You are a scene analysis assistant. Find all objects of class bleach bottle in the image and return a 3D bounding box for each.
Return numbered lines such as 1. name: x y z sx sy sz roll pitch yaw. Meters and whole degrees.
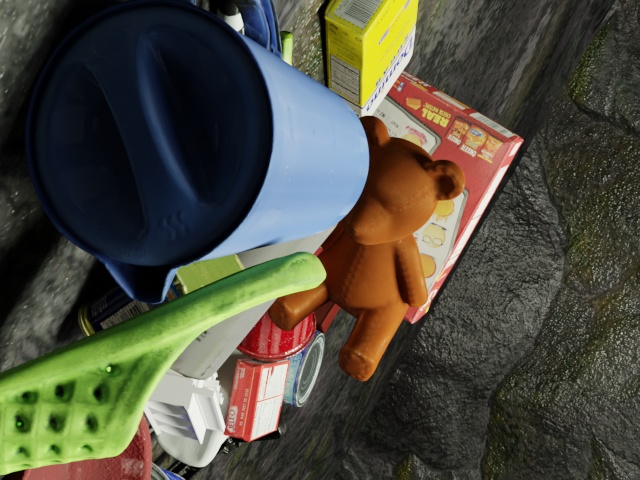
1. bleach bottle: -0.083 0.143 1.145 0.103 0.068 0.250 -68 167 21

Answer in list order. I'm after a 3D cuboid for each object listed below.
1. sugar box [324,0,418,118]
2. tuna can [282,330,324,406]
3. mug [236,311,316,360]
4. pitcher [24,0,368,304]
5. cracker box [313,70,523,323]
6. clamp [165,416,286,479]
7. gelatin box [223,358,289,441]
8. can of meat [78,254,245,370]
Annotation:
1. sugar box: 0.046 -0.177 0.922 0.093 0.048 0.176 -56 166 -13
2. tuna can: -0.025 0.134 1.147 0.086 0.034 0.086 17 90 -76
3. mug: -0.035 0.051 1.019 0.117 0.093 0.081 -14 143 -18
4. pitcher: -0.050 -0.064 0.622 0.149 0.145 0.242 -42 170 14
5. cracker box: 0.084 -0.051 1.094 0.214 0.164 0.072 -63 164 18
6. clamp: -0.113 0.221 1.183 0.164 0.036 0.210 -30 -175 -1
7. gelatin box: -0.062 0.152 1.037 0.089 0.030 0.073 9 92 -74
8. can of meat: -0.107 0.043 0.753 0.084 0.057 0.102 -34 176 21
